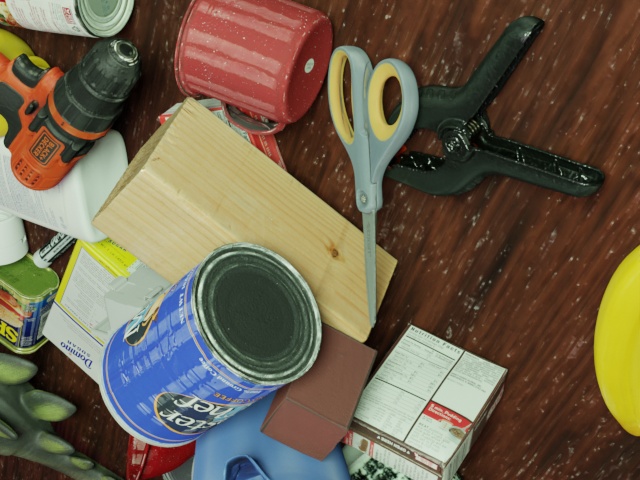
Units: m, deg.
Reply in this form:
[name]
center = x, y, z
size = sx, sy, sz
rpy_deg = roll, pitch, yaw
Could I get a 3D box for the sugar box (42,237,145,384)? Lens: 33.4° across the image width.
[sugar box]
center = -0.209, 0.064, 1.041
size = 0.093, 0.048, 0.176
rpy_deg = 41, 140, 5

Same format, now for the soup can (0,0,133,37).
[soup can]
center = -0.205, -0.196, 0.831
size = 0.102, 0.068, 0.068
rpy_deg = 13, 127, 29

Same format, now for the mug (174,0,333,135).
[mug]
center = -0.044, -0.123, 0.754
size = 0.081, 0.093, 0.117
rpy_deg = 22, 134, 16

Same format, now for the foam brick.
[foam brick]
center = 0.000, 0.108, 0.768
size = 0.051, 0.078, 0.053
rpy_deg = 29, 137, -5

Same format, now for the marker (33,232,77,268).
[marker]
center = -0.246, -0.003, 1.037
size = 0.020, 0.020, 0.121
rpy_deg = 51, 136, -6

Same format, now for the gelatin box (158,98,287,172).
[gelatin box]
center = -0.077, -0.076, 0.851
size = 0.089, 0.030, 0.073
rpy_deg = -3, 118, 35

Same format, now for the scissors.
[scissors]
center = 0.044, -0.039, 0.741
size = 0.096, 0.016, 0.202
rpy_deg = -9, 92, 56

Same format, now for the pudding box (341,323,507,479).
[pudding box]
center = 0.081, 0.126, 0.823
size = 0.090, 0.113, 0.039
rpy_deg = 24, 137, 21

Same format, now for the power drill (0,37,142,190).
[power drill]
center = -0.236, -0.141, 0.808
size = 0.187, 0.057, 0.185
rpy_deg = 45, 134, -7

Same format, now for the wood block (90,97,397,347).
[wood block]
center = -0.055, 0.001, 0.812
size = 0.206, 0.090, 0.090
rpy_deg = 38, 137, -14

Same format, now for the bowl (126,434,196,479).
[bowl]
center = -0.139, 0.153, 1.004
size = 0.055, 0.162, 0.162
rpy_deg = 12, 136, -15

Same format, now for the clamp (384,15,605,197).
[clamp]
center = 0.099, -0.082, 0.713
size = 0.172, 0.039, 0.120
rpy_deg = -3, 108, 40

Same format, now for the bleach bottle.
[bleach bottle]
center = -0.289, -0.075, 0.987
size = 0.251, 0.068, 0.102
rpy_deg = 17, 125, 30

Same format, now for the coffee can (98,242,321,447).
[coffee can]
center = -0.081, 0.077, 0.754
size = 0.103, 0.102, 0.141
rpy_deg = 50, 134, -4

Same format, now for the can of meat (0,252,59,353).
[can of meat]
center = -0.322, 0.055, 1.109
size = 0.102, 0.057, 0.084
rpy_deg = 33, 132, 12

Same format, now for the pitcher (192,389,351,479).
[pitcher]
center = -0.038, 0.188, 0.860
size = 0.145, 0.243, 0.149
rpy_deg = 20, 111, -15
